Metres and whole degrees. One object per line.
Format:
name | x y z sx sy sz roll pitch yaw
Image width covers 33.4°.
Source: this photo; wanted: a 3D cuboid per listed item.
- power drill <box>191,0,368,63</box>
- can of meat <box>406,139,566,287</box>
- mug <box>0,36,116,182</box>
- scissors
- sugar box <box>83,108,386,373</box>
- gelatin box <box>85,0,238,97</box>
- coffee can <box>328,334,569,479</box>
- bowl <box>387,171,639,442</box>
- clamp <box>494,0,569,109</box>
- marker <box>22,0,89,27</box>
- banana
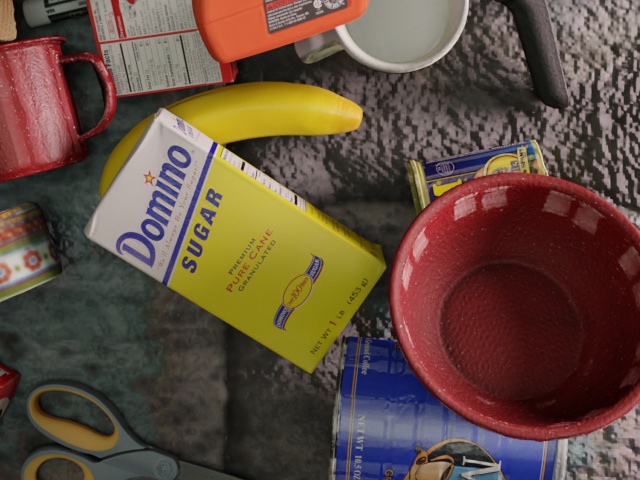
power drill | -0.071 -0.167 0.622 0.184 0.188 0.057 -24 130 -17
can of meat | 0.107 -0.011 0.695 0.084 0.057 0.102 -11 94 2
mug | -0.189 -0.085 0.696 0.117 0.093 0.081 -14 97 3
scissors | -0.123 0.170 0.744 0.202 0.016 0.096 31 97 2
sugar box | -0.055 0.001 0.693 0.176 0.048 0.093 31 103 -12
gelatin box | -0.104 -0.137 0.705 0.089 0.030 0.073 -7 114 5
coffee can | 0.079 0.117 0.682 0.140 0.103 0.103 5 94 4
bowl | 0.117 0.043 0.625 0.162 0.055 0.162 1 67 -2
clamp | 0.144 -0.182 0.676 0.120 0.039 0.171 -44 109 -3
marker | -0.140 -0.166 0.720 0.121 0.020 0.020 -12 93 5
banana | -0.072 -0.066 0.716 0.198 0.037 0.069 -26 110 7
